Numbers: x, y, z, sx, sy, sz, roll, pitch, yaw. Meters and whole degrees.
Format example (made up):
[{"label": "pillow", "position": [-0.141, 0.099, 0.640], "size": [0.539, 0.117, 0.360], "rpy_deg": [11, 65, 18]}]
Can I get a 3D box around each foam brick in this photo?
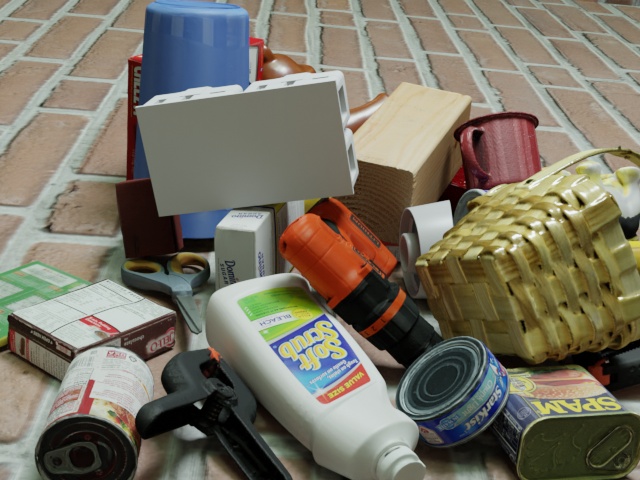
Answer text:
[{"label": "foam brick", "position": [-0.171, -0.025, 1.070], "size": [0.053, 0.078, 0.051], "rpy_deg": [-6, 7, 3]}]

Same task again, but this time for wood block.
[{"label": "wood block", "position": [0.092, -0.089, 1.176], "size": [0.090, 0.091, 0.205], "rpy_deg": [15, 34, 19]}]

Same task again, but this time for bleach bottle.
[{"label": "bleach bottle", "position": [0.004, 0.111, 0.831], "size": [0.102, 0.068, 0.251], "rpy_deg": [-10, 29, -29]}]

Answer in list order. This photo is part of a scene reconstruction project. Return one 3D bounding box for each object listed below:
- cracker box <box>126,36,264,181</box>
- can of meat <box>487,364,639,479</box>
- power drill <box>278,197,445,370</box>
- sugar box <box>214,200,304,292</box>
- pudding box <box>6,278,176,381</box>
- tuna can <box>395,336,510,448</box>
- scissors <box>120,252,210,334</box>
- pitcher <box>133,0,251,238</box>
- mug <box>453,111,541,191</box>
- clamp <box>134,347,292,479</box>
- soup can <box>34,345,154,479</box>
[{"label": "cracker box", "position": [-0.151, -0.156, 1.305], "size": [0.072, 0.164, 0.213], "rpy_deg": [14, 24, 24]}, {"label": "can of meat", "position": [0.181, 0.138, 0.815], "size": [0.102, 0.057, 0.084], "rpy_deg": [-1, 21, -16]}, {"label": "power drill", "position": [0.039, 0.035, 0.961], "size": [0.184, 0.057, 0.187], "rpy_deg": [45, 6, -10]}, {"label": "sugar box", "position": [-0.057, 0.001, 1.038], "size": [0.048, 0.093, 0.176], "rpy_deg": [6, 21, 15]}, {"label": "pudding box", "position": [-0.191, 0.076, 0.900], "size": [0.090, 0.039, 0.113], "rpy_deg": [21, 25, 33]}, {"label": "tuna can", "position": [0.100, 0.115, 0.816], "size": [0.086, 0.033, 0.086], "rpy_deg": [-33, 25, 17]}, {"label": "scissors", "position": [-0.147, 0.047, 0.987], "size": [0.096, 0.016, 0.201], "rpy_deg": [1, 17, 0]}, {"label": "pitcher", "position": [-0.128, -0.131, 1.147], "size": [0.145, 0.243, 0.149], "rpy_deg": [4, 16, -1]}, {"label": "mug", "position": [0.187, -0.086, 1.139], "size": [0.093, 0.081, 0.117], "rpy_deg": [-17, -20, 35]}, {"label": "clamp", "position": [-0.072, 0.129, 0.780], "size": [0.120, 0.039, 0.171], "rpy_deg": [39, 11, -9]}, {"label": "soup can", "position": [-0.155, 0.125, 0.748], "size": [0.068, 0.068, 0.102], "rpy_deg": [5, 22, -3]}]
